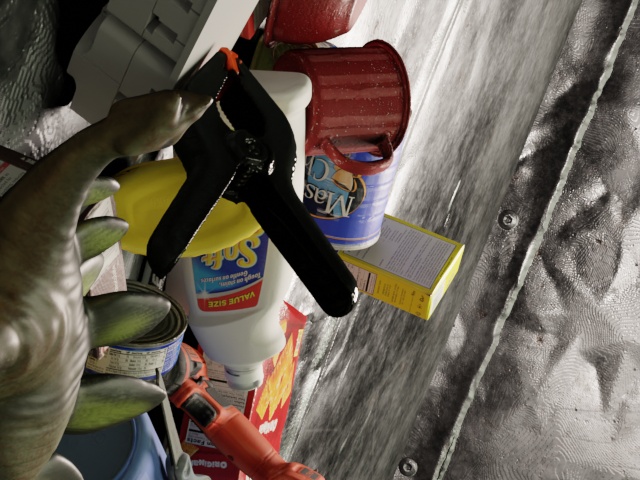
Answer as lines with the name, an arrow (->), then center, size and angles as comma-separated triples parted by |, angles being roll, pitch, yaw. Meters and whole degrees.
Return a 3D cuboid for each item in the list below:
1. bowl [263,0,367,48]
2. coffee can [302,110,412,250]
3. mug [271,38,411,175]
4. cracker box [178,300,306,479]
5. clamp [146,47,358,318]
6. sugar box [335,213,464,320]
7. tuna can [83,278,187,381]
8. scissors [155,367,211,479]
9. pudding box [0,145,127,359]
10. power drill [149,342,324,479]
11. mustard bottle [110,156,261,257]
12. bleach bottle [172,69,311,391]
bowl -> 0.014, -0.209, 0.798 | 0.162, 0.055, 0.162 | 27, 87, -88
coffee can -> 0.025, -0.075, 1.060 | 0.102, 0.103, 0.140 | -43, 151, -56
mug -> 0.015, -0.098, 0.819 | 0.081, 0.117, 0.093 | -7, 151, -29
cracker box -> -0.075, 0.159, 1.027 | 0.164, 0.072, 0.213 | 52, 47, -75
clamp -> -0.036, -0.032, 0.578 | 0.039, 0.120, 0.171 | -38, -141, 35
sugar box -> 0.054, 0.012, 1.142 | 0.093, 0.176, 0.048 | -51, 155, -44
tuna can -> -0.138, 0.062, 0.740 | 0.086, 0.086, 0.034 | -38, 149, -60
scissors -> -0.101, 0.176, 0.729 | 0.202, 0.016, 0.096 | 79, 20, -55
pudding box -> -0.156, 0.006, 0.593 | 0.113, 0.090, 0.039 | 96, 21, -45
power drill -> -0.082, 0.149, 0.855 | 0.057, 0.188, 0.184 | -44, 170, -1
mustard bottle -> -0.100, -0.024, 0.692 | 0.192, 0.096, 0.058 | -170, -110, -74
bleach bottle -> -0.055, 0.001, 0.804 | 0.068, 0.103, 0.251 | -62, 154, -62
